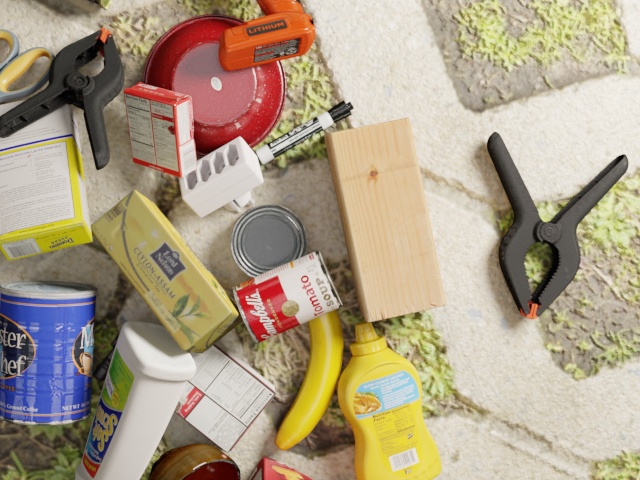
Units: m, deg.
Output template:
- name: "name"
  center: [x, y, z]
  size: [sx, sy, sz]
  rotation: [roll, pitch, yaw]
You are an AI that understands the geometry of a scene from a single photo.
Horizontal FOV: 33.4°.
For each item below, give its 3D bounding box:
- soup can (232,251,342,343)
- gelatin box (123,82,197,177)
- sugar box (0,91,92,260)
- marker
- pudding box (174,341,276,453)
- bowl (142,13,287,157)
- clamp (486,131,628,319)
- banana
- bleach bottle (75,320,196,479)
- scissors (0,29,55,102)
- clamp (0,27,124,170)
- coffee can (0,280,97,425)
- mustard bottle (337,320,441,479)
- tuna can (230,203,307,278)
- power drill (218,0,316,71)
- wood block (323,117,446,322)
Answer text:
- name: "soup can"
  center: [-0.035, 0.061, 1.153]
  size: [0.102, 0.068, 0.068]
  rotation: [-23, 95, 2]
- name: "gelatin box"
  center: [-0.171, -0.119, 1.147]
  size: [0.073, 0.030, 0.089]
  rotation: [18, 125, 30]
- name: "sugar box"
  center: [-0.298, -0.070, 1.124]
  size: [0.093, 0.048, 0.176]
  rotation: [-12, 57, -2]
- name: "marker"
  center: [-0.017, -0.122, 1.196]
  size: [0.121, 0.020, 0.020]
  rotation: [-30, 95, -1]
- name: "pudding box"
  center: [-0.119, 0.169, 1.201]
  size: [0.113, 0.039, 0.090]
  rotation: [40, 88, -8]
- name: "bowl"
  center: [-0.116, -0.170, 1.168]
  size: [0.162, 0.055, 0.162]
  rotation: [0, 94, -4]
- name: "clamp"
  center: [0.245, -0.018, 1.212]
  size: [0.164, 0.036, 0.210]
  rotation: [16, 93, -5]
- name: "banana"
  center: [-0.010, 0.141, 1.207]
  size: [0.069, 0.037, 0.198]
  rotation: [4, 92, 6]
- name: "bleach bottle"
  center: [-0.214, 0.217, 1.152]
  size: [0.068, 0.103, 0.251]
  rotation: [11, 111, -32]
- name: "scissors"
  center: [-0.378, -0.155, 1.142]
  size: [0.201, 0.016, 0.096]
  rotation: [-36, 73, -13]
- name: "clamp"
  center: [-0.248, -0.150, 1.127]
  size: [0.120, 0.039, 0.171]
  rotation: [29, 61, -1]
- name: "coffee can"
  center: [-0.296, 0.119, 1.153]
  size: [0.102, 0.103, 0.140]
  rotation: [3, 94, -4]
- name: "mustard bottle"
  center: [0.070, 0.185, 1.202]
  size: [0.096, 0.058, 0.191]
  rotation: [-15, 95, -17]
- name: "tuna can"
  center: [-0.058, 0.001, 1.195]
  size: [0.086, 0.034, 0.086]
  rotation: [0, 94, -4]
- name: "power drill"
  center: [-0.092, -0.277, 1.132]
  size: [0.184, 0.057, 0.188]
  rotation: [-14, 75, -8]
- name: "wood block"
  center: [0.070, -0.024, 1.174]
  size: [0.091, 0.090, 0.206]
  rotation: [-12, 95, -2]
